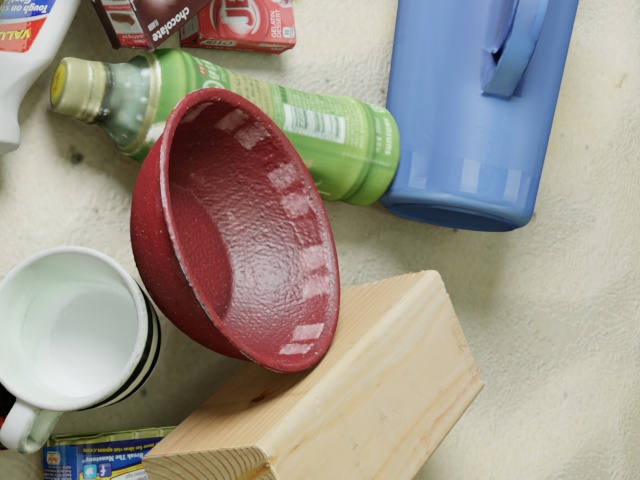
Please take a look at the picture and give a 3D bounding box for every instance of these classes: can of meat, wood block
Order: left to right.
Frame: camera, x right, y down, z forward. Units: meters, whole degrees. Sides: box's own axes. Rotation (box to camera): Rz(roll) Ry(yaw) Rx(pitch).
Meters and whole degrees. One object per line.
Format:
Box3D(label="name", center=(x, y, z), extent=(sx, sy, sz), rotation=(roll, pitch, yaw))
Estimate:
Box3D(label="can of meat", center=(-0.107, 0.149, 0.607), extent=(0.101, 0.058, 0.084), rotation=(1, 81, -34))
Box3D(label="wood block", center=(0.005, 0.105, 0.627), extent=(0.205, 0.091, 0.090), rotation=(-38, 109, -50))

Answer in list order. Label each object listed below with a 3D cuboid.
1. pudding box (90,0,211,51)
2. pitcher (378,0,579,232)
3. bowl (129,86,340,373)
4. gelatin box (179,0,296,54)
Box3D(label="pudding box", center=(-0.090, -0.175, 0.610), extent=(0.113, 0.039, 0.090), rotation=(-48, 131, -33))
Box3D(label="pitcher", center=(0.111, -0.134, 0.727), extent=(0.149, 0.145, 0.243), rotation=(18, 80, -55))
Box3D(label="bowl", center=(-0.054, 0.001, 0.586), extent=(0.162, 0.055, 0.162), rotation=(40, 39, -44))
Box3D(label="gelatin box", center=(-0.056, -0.169, 0.696), extent=(0.073, 0.030, 0.089), rotation=(-2, 85, -33))
